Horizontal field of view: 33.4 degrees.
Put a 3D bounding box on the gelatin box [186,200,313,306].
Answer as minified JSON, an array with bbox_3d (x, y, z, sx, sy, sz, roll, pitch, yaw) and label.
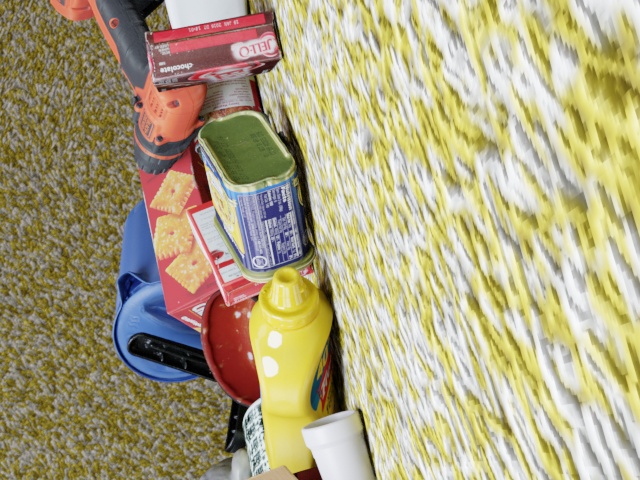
[{"bbox_3d":[-0.055,0.001,0.837,0.030,0.073,0.089,81,163,-51],"label":"gelatin box"}]

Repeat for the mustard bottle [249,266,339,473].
[{"bbox_3d":[-0.018,0.089,0.776,0.192,0.058,0.096,86,-167,-47],"label":"mustard bottle"}]

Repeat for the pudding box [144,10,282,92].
[{"bbox_3d":[-0.078,-0.134,0.769,0.113,0.090,0.039,-138,38,-81],"label":"pudding box"}]

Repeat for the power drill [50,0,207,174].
[{"bbox_3d":[-0.170,-0.159,0.946,0.188,0.057,0.185,57,156,5],"label":"power drill"}]

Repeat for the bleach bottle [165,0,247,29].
[{"bbox_3d":[-0.116,-0.280,0.970,0.251,0.068,0.102,-105,7,-45],"label":"bleach bottle"}]

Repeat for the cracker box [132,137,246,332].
[{"bbox_3d":[-0.102,-0.002,1.083,0.164,0.072,0.214,41,-152,-54],"label":"cracker box"}]

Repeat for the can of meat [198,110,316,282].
[{"bbox_3d":[-0.048,-0.034,0.772,0.102,0.057,0.084,-125,19,-49],"label":"can of meat"}]

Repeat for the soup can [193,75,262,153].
[{"bbox_3d":[-0.092,-0.137,0.983,0.068,0.068,0.102,120,138,-81],"label":"soup can"}]

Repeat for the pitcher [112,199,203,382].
[{"bbox_3d":[-0.167,0.050,1.240,0.243,0.145,0.149,-108,21,-59],"label":"pitcher"}]

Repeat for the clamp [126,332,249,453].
[{"bbox_3d":[-0.093,0.138,1.103,0.165,0.036,0.209,39,-160,19],"label":"clamp"}]
